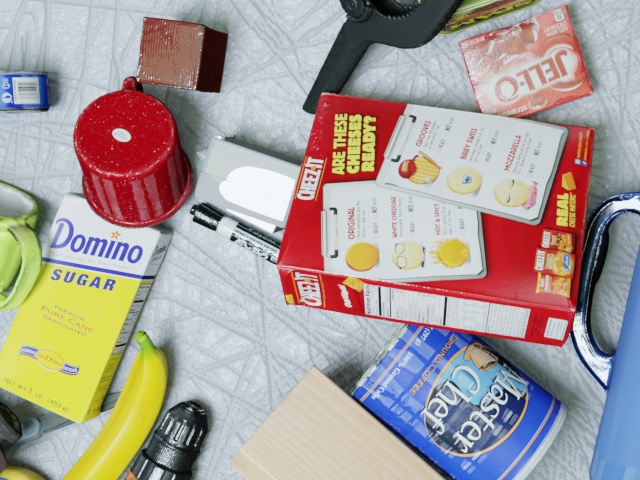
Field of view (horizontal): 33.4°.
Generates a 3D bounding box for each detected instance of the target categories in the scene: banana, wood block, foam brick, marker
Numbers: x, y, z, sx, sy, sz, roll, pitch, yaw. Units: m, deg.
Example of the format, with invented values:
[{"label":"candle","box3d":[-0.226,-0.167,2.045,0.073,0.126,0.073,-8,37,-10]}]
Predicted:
[{"label":"banana","box3d":[-0.179,0.164,0.907,0.037,0.069,0.198,33,97,43]},{"label":"wood block","box3d":[0.038,0.205,0.831,0.206,0.090,0.090,40,69,6]},{"label":"foam brick","box3d":[-0.111,-0.149,0.864,0.051,0.078,0.053,10,97,7]},{"label":"marker","box3d":[-0.056,0.001,0.897,0.121,0.020,0.020,28,99,7]}]

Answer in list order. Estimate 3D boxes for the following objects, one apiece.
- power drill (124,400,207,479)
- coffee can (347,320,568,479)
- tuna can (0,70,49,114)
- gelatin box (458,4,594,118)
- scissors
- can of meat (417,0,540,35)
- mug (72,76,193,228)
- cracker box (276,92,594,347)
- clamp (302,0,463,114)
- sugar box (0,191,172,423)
[{"label":"power drill","box3d":[-0.094,0.250,0.883,0.188,0.057,0.184,28,95,30]},{"label":"coffee can","box3d":[0.106,0.125,0.836,0.140,0.102,0.103,38,100,5]},{"label":"tuna can","box3d":[-0.270,-0.123,0.891,0.086,0.086,0.034,-1,96,10]},{"label":"gelatin box","box3d":[0.161,-0.135,0.840,0.089,0.030,0.073,-17,92,11]},{"label":"scissors","box3d":[-0.259,0.183,0.923,0.202,0.016,0.096,-6,61,5]},{"label":"can of meat","box3d":[0.121,-0.199,0.814,0.102,0.084,0.057,-17,92,11]},{"label":"mug","box3d":[-0.152,-0.079,0.863,0.093,0.081,0.117,1,66,-1]},{"label":"cracker box","box3d":[0.090,-0.017,0.806,0.214,0.072,0.164,8,59,10]},{"label":"clamp","box3d":[0.032,-0.172,0.795,0.210,0.036,0.164,3,124,40]},{"label":"sugar box","box3d":[-0.203,0.056,0.907,0.093,0.048,0.176,22,94,8]}]
